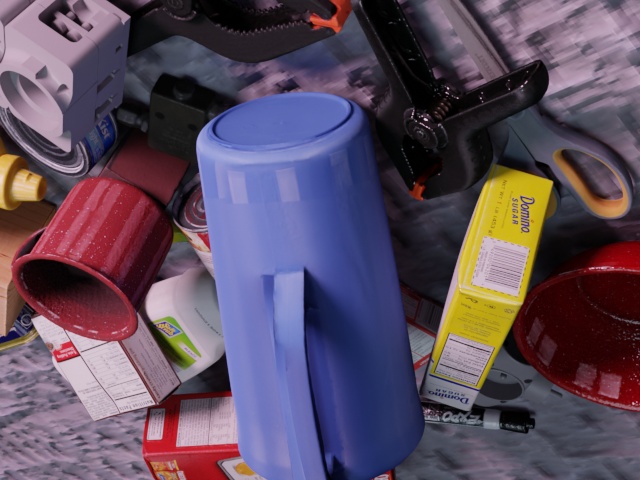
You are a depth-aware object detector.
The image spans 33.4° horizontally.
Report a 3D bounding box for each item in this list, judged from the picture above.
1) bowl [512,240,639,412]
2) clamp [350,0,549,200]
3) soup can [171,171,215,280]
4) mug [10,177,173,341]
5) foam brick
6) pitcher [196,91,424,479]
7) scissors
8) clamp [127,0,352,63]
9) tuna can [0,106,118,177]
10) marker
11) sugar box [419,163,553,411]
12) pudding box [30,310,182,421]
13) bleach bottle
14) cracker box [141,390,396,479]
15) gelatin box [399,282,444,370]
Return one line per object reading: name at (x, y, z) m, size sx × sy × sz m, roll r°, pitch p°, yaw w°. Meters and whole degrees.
bowl at (0.214, 0.050, 0.719) m, size 0.162 × 0.055 × 0.162 m, roll 14°, pitch 143°, yaw 10°
clamp at (0.076, -0.073, 0.624) m, size 0.120 × 0.039 × 0.171 m, roll 35°, pitch 161°, yaw 27°
soup can at (-0.055, 0.001, 0.782) m, size 0.069 × 0.068 × 0.102 m, roll -3°, pitch 138°, yaw 29°
mug at (-0.164, 0.011, 0.749) m, size 0.117 × 0.081 × 0.093 m, roll 0°, pitch 138°, yaw 28°
foam brick at (-0.138, -0.039, 0.787) m, size 0.053 × 0.051 × 0.078 m, roll 31°, pitch 143°, yaw -12°
pitcher at (-0.008, 0.037, 0.693) m, size 0.149 × 0.144 × 0.243 m, roll 24°, pitch 132°, yaw 47°
scissors at (0.109, -0.072, 0.651) m, size 0.201 × 0.016 × 0.096 m, roll 38°, pitch 141°, yaw -20°
clamp at (-0.082, -0.145, 0.637) m, size 0.210 × 0.036 × 0.164 m, roll 18°, pitch 145°, yaw 12°
tuna can at (-0.187, -0.085, 0.753) m, size 0.086 × 0.033 × 0.086 m, roll 26°, pitch 149°, yaw 16°
marker at (0.125, 0.152, 0.923) m, size 0.121 × 0.020 × 0.020 m, roll 2°, pitch 140°, yaw 24°
sugar box at (0.107, 0.038, 0.709) m, size 0.048 × 0.093 × 0.176 m, roll 16°, pitch 152°, yaw 9°
pudding box at (-0.180, 0.091, 0.893) m, size 0.090 × 0.039 × 0.113 m, roll -20°, pitch 106°, yaw 38°
bleach bottle at (-0.126, 0.083, 0.927) m, size 0.251 × 0.068 × 0.102 m, roll -23°, pitch 123°, yaw 41°
cracker box at (-0.040, 0.202, 0.985) m, size 0.214 × 0.072 × 0.164 m, roll -5°, pitch 140°, yaw 5°
gelatin box at (0.054, 0.064, 0.839) m, size 0.089 × 0.030 × 0.073 m, roll 30°, pitch 144°, yaw -11°
